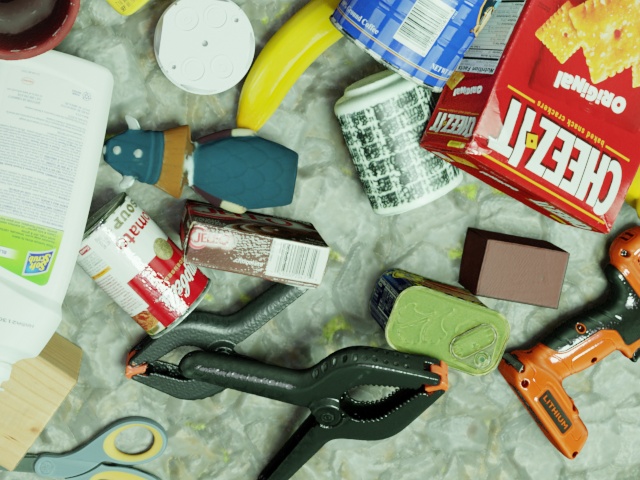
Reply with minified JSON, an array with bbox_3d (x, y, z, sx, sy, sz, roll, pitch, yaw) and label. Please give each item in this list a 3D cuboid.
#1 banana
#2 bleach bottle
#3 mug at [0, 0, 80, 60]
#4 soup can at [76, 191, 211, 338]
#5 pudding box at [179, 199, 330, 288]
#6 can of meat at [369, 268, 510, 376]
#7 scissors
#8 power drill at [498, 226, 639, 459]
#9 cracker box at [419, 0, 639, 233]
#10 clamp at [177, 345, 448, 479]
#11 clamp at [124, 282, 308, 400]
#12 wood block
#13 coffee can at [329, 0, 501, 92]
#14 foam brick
[{"bbox_3d":[0.006,-0.161,0.861,0.198,0.037,0.069,-31,104,-2],"label":"banana"},{"bbox_3d":[-0.227,-0.017,0.791,0.102,0.068,0.251,13,75,-12],"label":"bleach bottle"},{"bbox_3d":[-0.222,-0.197,0.759,0.093,0.081,0.117,4,117,-26],"label":"mug"},{"bbox_3d":[-0.146,0.019,0.858,0.068,0.068,0.102,-42,105,1],"label":"soup can"},{"bbox_3d":[-0.056,0.001,0.858,0.113,0.090,0.039,13,102,-12],"label":"pudding box"},{"bbox_3d":[0.097,0.066,0.898,0.102,0.084,0.057,18,98,-12],"label":"can of meat"},{"bbox_3d":[-0.218,0.175,0.906,0.201,0.016,0.096,23,95,-13],"label":"scissors"},{"bbox_3d":[0.268,0.107,0.949,0.187,0.057,0.184,-38,101,-3],"label":"power drill"},{"bbox_3d":[0.196,-0.135,0.836,0.164,0.072,0.214,25,88,-29],"label":"cracker box"},{"bbox_3d":[0.006,0.141,0.879,0.210,0.036,0.164,-10,125,12],"label":"clamp"},{"bbox_3d":[-0.078,0.084,0.896,0.171,0.039,0.120,0,103,-9],"label":"clamp"},{"bbox_3d":[-0.299,0.077,0.834,0.206,0.091,0.090,36,94,-14],"label":"wood block"},{"bbox_3d":[0.086,-0.196,0.786,0.102,0.103,0.140,29,109,-14],"label":"coffee can"},{"bbox_3d":[0.165,0.024,0.916,0.078,0.053,0.051,10,100,-10],"label":"foam brick"}]
